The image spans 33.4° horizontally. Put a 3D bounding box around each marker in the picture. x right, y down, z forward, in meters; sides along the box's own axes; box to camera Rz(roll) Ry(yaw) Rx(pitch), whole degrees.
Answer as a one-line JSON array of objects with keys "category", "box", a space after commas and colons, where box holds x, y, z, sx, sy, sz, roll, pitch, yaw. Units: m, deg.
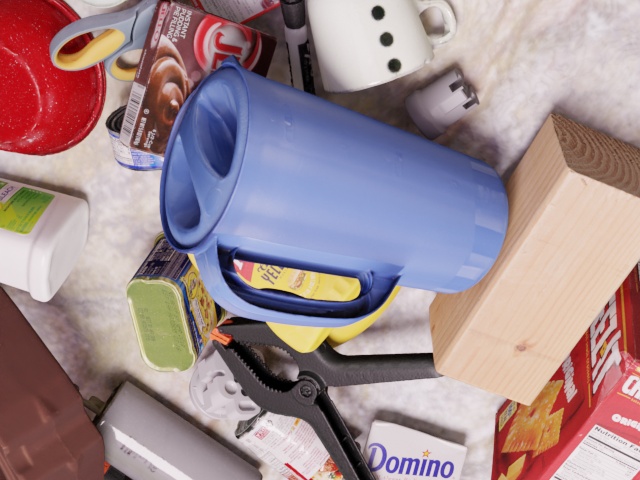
[{"category": "marker", "box": [-0.016, -0.140, 0.824, 0.020, 0.020, 0.121, 5, 137, 12]}]

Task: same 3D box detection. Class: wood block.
[{"category": "wood block", "box": [0.172, 0.018, 0.836, 0.090, 0.090, 0.206, 21, 122, -12]}]

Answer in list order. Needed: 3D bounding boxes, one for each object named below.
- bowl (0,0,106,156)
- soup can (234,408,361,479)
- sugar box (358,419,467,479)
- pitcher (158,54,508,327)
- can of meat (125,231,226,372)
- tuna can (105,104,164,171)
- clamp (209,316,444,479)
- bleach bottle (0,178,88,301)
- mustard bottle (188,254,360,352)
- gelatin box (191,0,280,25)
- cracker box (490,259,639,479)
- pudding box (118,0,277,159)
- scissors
[{"category": "bowl", "box": [-0.264, -0.134, 0.892, 0.162, 0.055, 0.162, 7, 121, 11]}, {"category": "soup can", "box": [-0.022, 0.188, 1.004, 0.102, 0.068, 0.069, 39, 121, -9]}, {"category": "sugar box", "box": [0.067, 0.260, 0.969, 0.093, 0.176, 0.048, 16, 165, 5]}, {"category": "pitcher", "box": [0.015, -0.024, 0.773, 0.242, 0.145, 0.149, 14, 107, -30]}, {"category": "can of meat", "box": [-0.128, 0.055, 0.946, 0.057, 0.083, 0.102, -2, 119, 15]}, {"category": "tuna can", "box": [-0.128, -0.089, 0.864, 0.086, 0.086, 0.034, -1, 120, 15]}, {"category": "clamp", "box": [-0.004, 0.135, 0.936, 0.210, 0.036, 0.165, 22, 113, 15]}, {"category": "bleach bottle", "box": [-0.340, -0.025, 0.945, 0.251, 0.102, 0.068, 15, 126, 5]}, {"category": "mustard bottle", "box": [-0.056, 0.001, 0.895, 0.192, 0.058, 0.096, 38, 94, 11]}, {"category": "gelatin box", "box": [-0.061, -0.206, 0.812, 0.089, 0.030, 0.073, -22, 110, 24]}, {"category": "cracker box", "box": [0.214, 0.133, 0.855, 0.072, 0.164, 0.214, 26, 122, -3]}, {"category": "pudding box", "box": [-0.092, -0.114, 0.797, 0.089, 0.039, 0.113, 14, 101, -30]}, {"category": "scissors", "box": [-0.118, -0.170, 0.821, 0.202, 0.016, 0.096, -19, 156, 24]}]
